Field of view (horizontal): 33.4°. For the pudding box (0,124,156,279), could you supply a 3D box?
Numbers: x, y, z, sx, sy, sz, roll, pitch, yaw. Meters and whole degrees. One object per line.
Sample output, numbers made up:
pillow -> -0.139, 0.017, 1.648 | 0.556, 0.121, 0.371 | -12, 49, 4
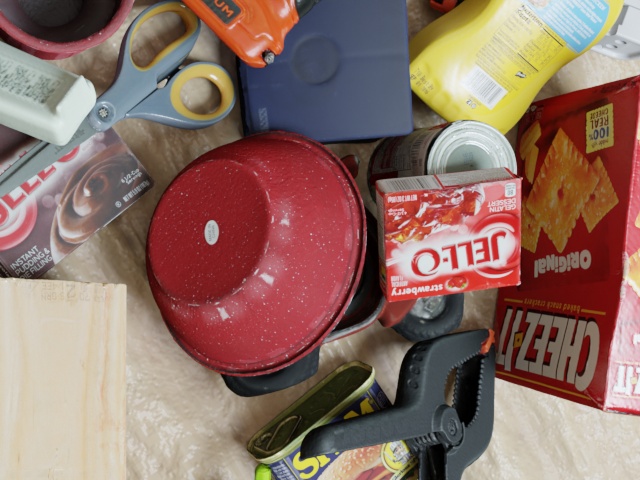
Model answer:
pudding box -> -0.176, -0.036, 0.675 | 0.113, 0.039, 0.090 | -42, 104, -26

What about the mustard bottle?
mustard bottle -> 0.149, -0.159, 0.732 | 0.096, 0.058, 0.192 | 35, 112, -27

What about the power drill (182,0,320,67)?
power drill -> -0.021, -0.214, 0.647 | 0.188, 0.057, 0.184 | -44, 95, 6

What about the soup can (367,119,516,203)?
soup can -> 0.082, -0.046, 0.735 | 0.068, 0.102, 0.068 | 0, 91, -18

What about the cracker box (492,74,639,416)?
cracker box -> 0.190, 0.003, 0.740 | 0.072, 0.164, 0.214 | 8, 88, -17

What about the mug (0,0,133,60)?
mug -> -0.178, -0.158, 0.658 | 0.117, 0.082, 0.093 | 2, 91, -19

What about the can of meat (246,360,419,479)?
can of meat -> 0.014, 0.149, 0.743 | 0.102, 0.057, 0.084 | -37, 104, -14

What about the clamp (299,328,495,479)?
clamp -> 0.068, 0.125, 0.714 | 0.164, 0.036, 0.209 | 52, 44, -25

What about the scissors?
scissors -> -0.121, -0.072, 0.678 | 0.096, 0.016, 0.201 | 40, 58, -20

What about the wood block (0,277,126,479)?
wood block -> -0.168, 0.133, 0.633 | 0.090, 0.091, 0.206 | 4, 74, -23

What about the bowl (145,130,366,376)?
bowl -> -0.054, 0.001, 0.662 | 0.055, 0.162, 0.162 | 25, 82, -57

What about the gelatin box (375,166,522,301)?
gelatin box -> 0.081, -0.004, 0.670 | 0.089, 0.030, 0.073 | -6, 112, -7
